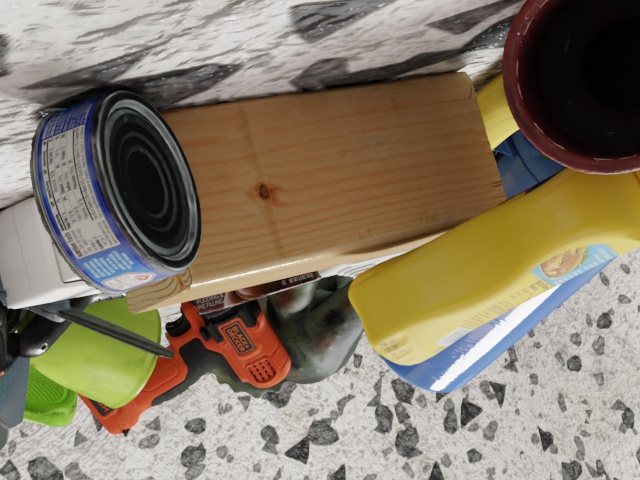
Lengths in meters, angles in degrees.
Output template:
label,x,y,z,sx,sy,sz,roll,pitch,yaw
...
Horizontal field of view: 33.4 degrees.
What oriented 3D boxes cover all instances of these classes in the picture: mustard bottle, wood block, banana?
label,x,y,z,sx,sy,sz,roll,pitch,yaw
mustard bottle,0.114,0.001,0.567,0.192,0.058,0.096,-29,163,18
wood block,-0.008,-0.030,0.600,0.205,0.091,0.090,-12,174,-32
banana,0.111,-0.075,0.659,0.069,0.037,0.198,-53,-172,-9

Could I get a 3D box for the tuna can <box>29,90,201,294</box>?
label,x,y,z,sx,sy,sz,roll,pitch,yaw
tuna can,-0.087,-0.022,0.468,0.034,0.086,0.086,-18,175,19

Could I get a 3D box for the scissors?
label,x,y,z,sx,sy,sz,roll,pitch,yaw
scissors,-0.197,0.043,0.709,0.202,0.016,0.096,23,-164,37

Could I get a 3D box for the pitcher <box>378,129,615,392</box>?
label,x,y,z,sx,sy,sz,roll,pitch,yaw
pitcher,0.130,0.012,0.844,0.144,0.149,0.243,-30,162,-49

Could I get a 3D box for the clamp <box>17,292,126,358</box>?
label,x,y,z,sx,sy,sz,roll,pitch,yaw
clamp,-0.180,0.031,0.808,0.171,0.120,0.039,-18,137,-27

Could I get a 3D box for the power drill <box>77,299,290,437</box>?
label,x,y,z,sx,sy,sz,roll,pitch,yaw
power drill,-0.144,0.086,0.973,0.188,0.184,0.057,-26,-157,13
